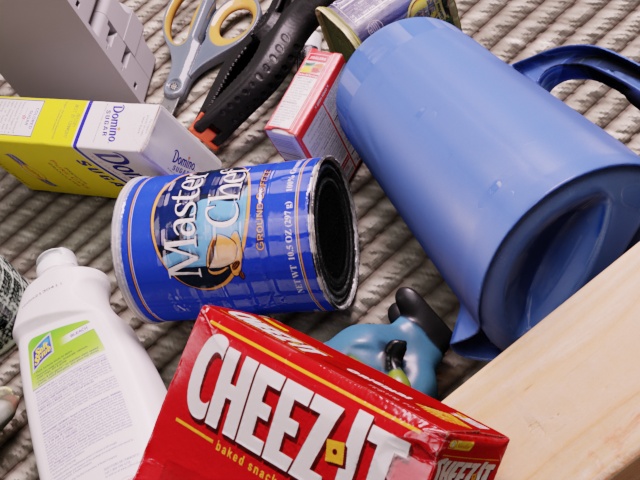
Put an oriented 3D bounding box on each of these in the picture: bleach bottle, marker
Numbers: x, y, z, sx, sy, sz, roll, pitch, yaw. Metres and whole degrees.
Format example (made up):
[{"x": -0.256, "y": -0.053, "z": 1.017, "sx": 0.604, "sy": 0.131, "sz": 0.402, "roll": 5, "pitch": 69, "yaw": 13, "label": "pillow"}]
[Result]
[{"x": -0.148, "y": 0.099, "z": 0.719, "sx": 0.102, "sy": 0.068, "sz": 0.251, "roll": -27, "pitch": 51, "yaw": 2, "label": "bleach bottle"}, {"x": -0.010, "y": -0.112, "z": 0.826, "sx": 0.020, "sy": 0.020, "sz": 0.121, "roll": -8, "pitch": 56, "yaw": 16, "label": "marker"}]

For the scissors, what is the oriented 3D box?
[{"x": -0.099, "y": -0.131, "z": 0.875, "sx": 0.096, "sy": 0.016, "sz": 0.201, "roll": -3, "pitch": 64, "yaw": 14, "label": "scissors"}]

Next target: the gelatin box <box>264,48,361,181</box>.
[{"x": 0.002, "y": -0.079, "z": 0.756, "sx": 0.030, "sy": 0.089, "sz": 0.073, "roll": 15, "pitch": 65, "yaw": 30, "label": "gelatin box"}]

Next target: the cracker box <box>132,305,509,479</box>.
[{"x": -0.026, "y": 0.161, "z": 0.533, "sx": 0.164, "sy": 0.072, "sz": 0.214, "roll": 23, "pitch": 92, "yaw": 36, "label": "cracker box"}]

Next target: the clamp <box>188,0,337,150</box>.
[{"x": -0.032, "y": -0.165, "z": 0.835, "sx": 0.210, "sy": 0.036, "sz": 0.165, "roll": -52, "pitch": 23, "yaw": 5, "label": "clamp"}]

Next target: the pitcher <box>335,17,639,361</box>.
[{"x": 0.109, "y": -0.051, "z": 0.655, "sx": 0.149, "sy": 0.145, "sz": 0.243, "roll": -8, "pitch": 36, "yaw": -20, "label": "pitcher"}]

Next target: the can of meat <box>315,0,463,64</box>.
[{"x": 0.054, "y": -0.148, "z": 0.774, "sx": 0.084, "sy": 0.102, "sz": 0.057, "roll": -36, "pitch": 54, "yaw": -7, "label": "can of meat"}]

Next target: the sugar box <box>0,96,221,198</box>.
[{"x": -0.173, "y": -0.067, "z": 0.808, "sx": 0.176, "sy": 0.093, "sz": 0.048, "roll": 9, "pitch": 71, "yaw": 30, "label": "sugar box"}]

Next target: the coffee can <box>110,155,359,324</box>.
[{"x": -0.055, "y": 0.001, "z": 0.719, "sx": 0.140, "sy": 0.102, "sz": 0.103, "roll": -5, "pitch": 57, "yaw": 18, "label": "coffee can"}]
